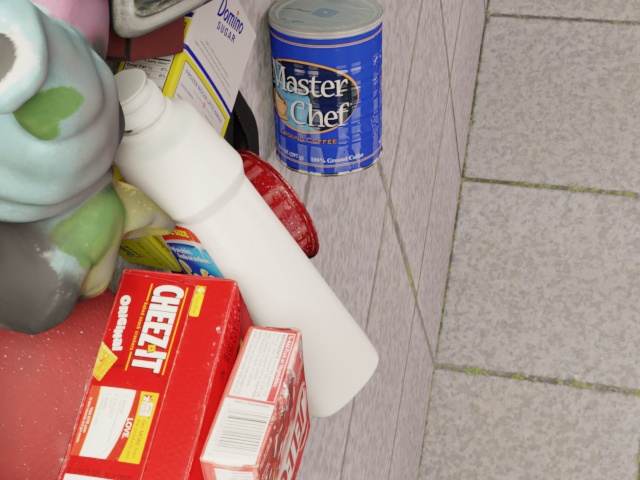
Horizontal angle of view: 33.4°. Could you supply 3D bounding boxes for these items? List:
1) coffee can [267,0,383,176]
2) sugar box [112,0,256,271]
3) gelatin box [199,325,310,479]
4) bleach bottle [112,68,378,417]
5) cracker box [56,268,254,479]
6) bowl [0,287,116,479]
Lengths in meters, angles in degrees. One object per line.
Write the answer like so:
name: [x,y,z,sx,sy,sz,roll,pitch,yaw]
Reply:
coffee can: [0.006,-0.144,0.976,0.102,0.103,0.140,-65,157,-55]
sugar box: [-0.094,-0.079,0.666,0.093,0.048,0.176,59,42,-65]
gelatin box: [-0.028,0.097,0.516,0.089,0.030,0.073,-71,162,-48]
bleach bottle: [-0.054,0.001,0.615,0.068,0.103,0.250,-46,133,-15]
cracker box: [-0.070,0.139,0.585,0.213,0.072,0.164,75,24,-58]
bowl: [-0.134,0.086,0.577,0.162,0.055,0.162,7,90,-77]
